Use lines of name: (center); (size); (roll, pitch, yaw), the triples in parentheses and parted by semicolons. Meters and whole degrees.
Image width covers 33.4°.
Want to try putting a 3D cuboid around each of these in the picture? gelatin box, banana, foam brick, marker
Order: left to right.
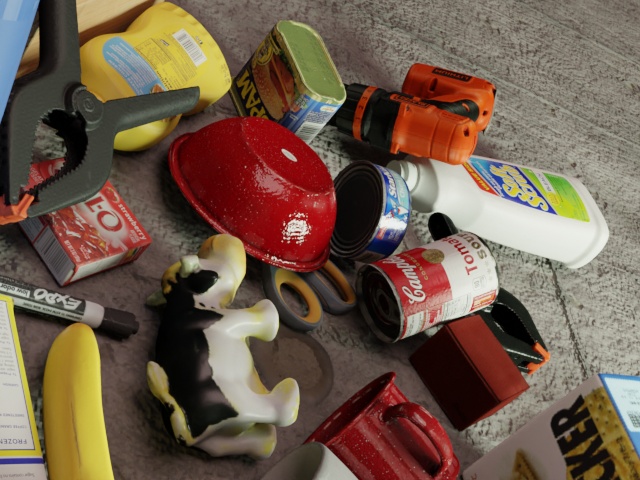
marker: (-0.176, 0.043, 0.708); (0.121, 0.020, 0.020); (20, 43, -28)
gelatin box: (-0.175, -0.018, 0.760); (0.073, 0.030, 0.089); (-22, 70, -51)
banana: (-0.142, 0.124, 0.635); (0.037, 0.069, 0.198); (-14, 59, -5)
foam brick: (0.124, 0.110, 0.892); (0.051, 0.053, 0.078); (-15, 66, -49)

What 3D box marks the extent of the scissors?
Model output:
scissors: (-0.056, 0.001, 0.863); (0.201, 0.016, 0.096); (38, 36, -7)

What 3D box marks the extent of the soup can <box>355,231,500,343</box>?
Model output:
soup can: (0.090, 0.038, 0.889); (0.102, 0.069, 0.068); (-18, 65, -25)

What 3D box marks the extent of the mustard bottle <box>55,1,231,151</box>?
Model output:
mustard bottle: (-0.151, -0.124, 0.862); (0.096, 0.058, 0.191); (53, 36, -9)

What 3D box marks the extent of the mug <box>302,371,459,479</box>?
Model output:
mug: (0.049, 0.147, 0.736); (0.081, 0.117, 0.093); (49, 48, 0)

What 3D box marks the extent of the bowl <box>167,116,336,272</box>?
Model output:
bowl: (-0.042, -0.050, 0.870); (0.162, 0.055, 0.162); (32, 26, -18)

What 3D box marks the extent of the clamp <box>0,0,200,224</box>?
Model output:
clamp: (-0.177, -0.101, 0.741); (0.164, 0.036, 0.209); (53, 44, -27)

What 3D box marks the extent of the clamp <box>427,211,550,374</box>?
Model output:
clamp: (0.140, 0.049, 0.976); (0.171, 0.039, 0.120); (39, 49, -6)

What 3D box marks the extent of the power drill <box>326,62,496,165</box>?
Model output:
power drill: (0.086, -0.133, 1.062); (0.185, 0.057, 0.187); (21, 25, 19)

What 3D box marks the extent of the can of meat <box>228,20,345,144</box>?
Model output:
can of meat: (-0.030, -0.136, 0.966); (0.057, 0.084, 0.102); (4, 52, -41)

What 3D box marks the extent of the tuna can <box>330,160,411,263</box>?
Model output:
tuna can: (0.039, -0.024, 0.917); (0.033, 0.086, 0.086); (15, 45, -35)

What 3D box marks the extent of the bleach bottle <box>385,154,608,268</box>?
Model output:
bleach bottle: (0.173, -0.038, 1.076); (0.250, 0.068, 0.102); (10, 45, -34)
